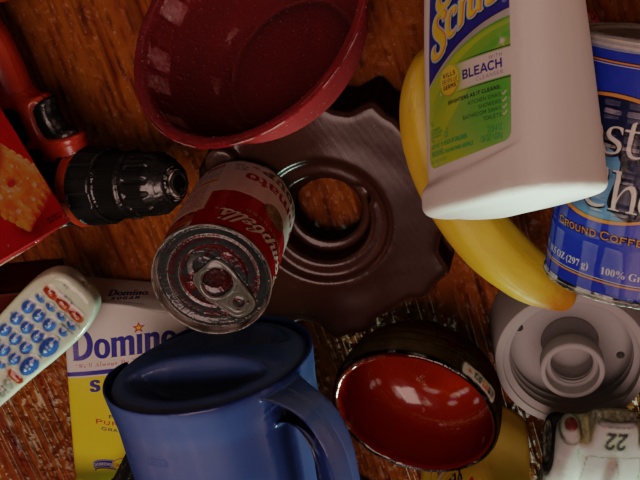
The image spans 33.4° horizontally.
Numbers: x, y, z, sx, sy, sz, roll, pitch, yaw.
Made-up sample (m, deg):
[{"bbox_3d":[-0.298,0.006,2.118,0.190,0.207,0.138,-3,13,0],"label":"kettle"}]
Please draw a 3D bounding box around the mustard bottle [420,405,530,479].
[{"bbox_3d":[0.105,0.197,0.703,0.058,0.191,0.096,30,117,-13],"label":"mustard bottle"}]

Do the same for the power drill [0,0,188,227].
[{"bbox_3d":[-0.177,-0.096,0.673,0.185,0.057,0.187,-1,113,33],"label":"power drill"}]

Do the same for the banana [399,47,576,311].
[{"bbox_3d":[0.093,-0.034,0.637,0.069,0.037,0.198,-24,103,-4],"label":"banana"}]

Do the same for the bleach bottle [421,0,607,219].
[{"bbox_3d":[0.093,-0.142,0.577,0.103,0.067,0.251,-15,77,56],"label":"bleach bottle"}]

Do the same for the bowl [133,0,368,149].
[{"bbox_3d":[-0.031,-0.117,0.631,0.162,0.162,0.055,-27,147,21],"label":"bowl"}]

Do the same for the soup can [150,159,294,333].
[{"bbox_3d":[-0.054,0.001,0.629,0.068,0.102,0.068,3,116,6],"label":"soup can"}]

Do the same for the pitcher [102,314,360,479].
[{"bbox_3d":[-0.040,0.181,0.687,0.145,0.149,0.243,-12,108,1],"label":"pitcher"}]

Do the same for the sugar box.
[{"bbox_3d":[-0.138,0.116,0.793,0.093,0.048,0.176,4,117,5],"label":"sugar box"}]

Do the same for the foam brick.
[{"bbox_3d":[-0.225,0.050,0.777,0.078,0.051,0.053,-5,115,13],"label":"foam brick"}]
